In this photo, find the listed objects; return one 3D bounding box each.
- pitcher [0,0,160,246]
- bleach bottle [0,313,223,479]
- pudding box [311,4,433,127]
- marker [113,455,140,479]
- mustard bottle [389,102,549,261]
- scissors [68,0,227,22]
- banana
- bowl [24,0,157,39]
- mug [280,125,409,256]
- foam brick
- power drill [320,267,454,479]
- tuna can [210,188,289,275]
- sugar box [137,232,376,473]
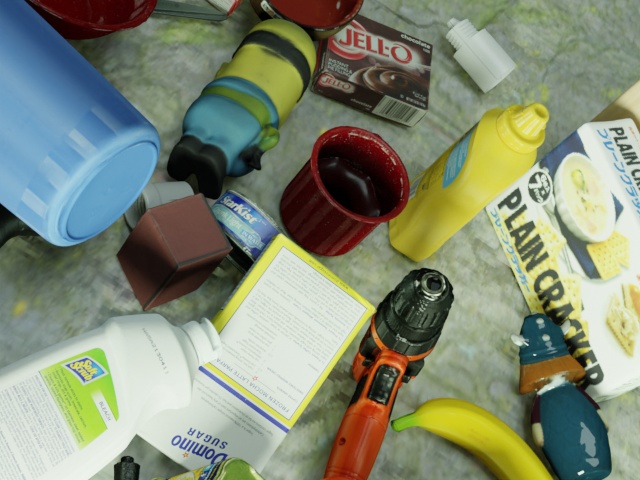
[{"bbox_3d":[-0.229,-0.110,0.767,0.243,0.145,0.149,41,55,12],"label":"pitcher"},{"bbox_3d":[-0.173,0.124,0.690,0.250,0.068,0.102,-26,85,-24],"label":"bleach bottle"},{"bbox_3d":[0.051,-0.169,1.037,0.113,0.039,0.090,20,55,-18],"label":"pudding box"},{"bbox_3d":[-0.134,0.207,0.730,0.020,0.020,0.121,11,58,-24],"label":"marker"},{"bbox_3d":[0.132,-0.060,0.922,0.058,0.192,0.096,35,52,-7],"label":"mustard bottle"},{"bbox_3d":[-0.180,-0.198,0.941,0.201,0.016,0.096,18,58,-20],"label":"scissors"},{"bbox_3d":[0.148,0.192,0.889,0.198,0.037,0.069,40,74,-1],"label":"banana"},{"bbox_3d":[-0.216,-0.218,0.873,0.162,0.055,0.162,25,43,-26],"label":"bowl"},{"bbox_3d":[0.021,-0.046,0.923,0.093,0.082,0.117,33,52,-9],"label":"mug"},{"bbox_3d":[-0.113,0.009,0.819,0.052,0.078,0.051,-21,74,-38],"label":"foam brick"},{"bbox_3d":[0.040,0.126,0.782,0.057,0.184,0.187,23,62,3],"label":"power drill"},{"bbox_3d":[-0.056,0.001,0.849,0.086,0.086,0.033,45,76,0],"label":"tuna can"},{"bbox_3d":[-0.047,0.092,0.782,0.093,0.048,0.176,38,83,-5],"label":"sugar box"}]
